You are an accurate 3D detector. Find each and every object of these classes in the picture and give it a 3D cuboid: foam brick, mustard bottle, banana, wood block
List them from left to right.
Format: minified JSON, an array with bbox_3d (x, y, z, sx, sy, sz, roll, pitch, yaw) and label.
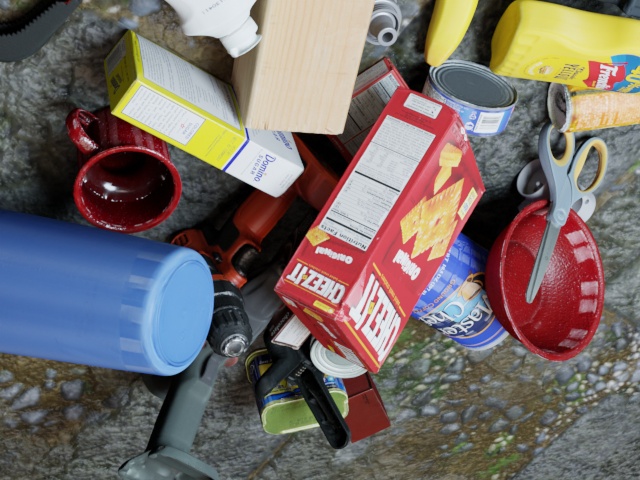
[{"bbox_3d":[-0.010,-0.200,0.888,0.090,0.090,0.206,2,127,-16],"label":"wood block"},{"bbox_3d":[0.042,0.185,1.236,0.053,0.051,0.078,-23,130,2],"label":"foam brick"},{"bbox_3d":[0.109,-0.244,0.921,0.069,0.037,0.198,-17,130,-1],"label":"banana"},{"bbox_3d":[0.257,-0.169,0.968,0.191,0.058,0.096,8,163,-6],"label":"mustard bottle"}]

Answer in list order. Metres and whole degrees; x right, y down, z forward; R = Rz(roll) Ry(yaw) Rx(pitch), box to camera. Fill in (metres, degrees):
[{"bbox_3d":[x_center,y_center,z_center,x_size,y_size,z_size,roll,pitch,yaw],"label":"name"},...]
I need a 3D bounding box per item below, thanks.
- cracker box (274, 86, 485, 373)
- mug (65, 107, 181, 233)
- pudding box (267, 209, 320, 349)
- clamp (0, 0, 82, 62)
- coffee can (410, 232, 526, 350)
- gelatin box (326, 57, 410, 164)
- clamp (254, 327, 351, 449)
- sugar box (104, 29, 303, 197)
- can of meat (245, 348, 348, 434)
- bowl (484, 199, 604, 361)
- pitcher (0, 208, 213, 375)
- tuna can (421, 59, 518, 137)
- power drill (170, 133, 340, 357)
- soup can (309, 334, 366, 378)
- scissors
[{"bbox_3d":[0.062,-0.004,0.960,0.213,0.072,0.164,-59,155,-12],"label":"cracker box"},{"bbox_3d":[-0.182,-0.073,0.946,0.093,0.081,0.117,-37,128,15],"label":"mug"},{"bbox_3d":[-0.016,0.039,1.078,0.039,0.090,0.114,20,120,-29],"label":"pudding box"},{"bbox_3d":[-0.292,-0.171,0.867,0.210,0.036,0.164,-11,129,-7],"label":"clamp"},{"bbox_3d":[0.131,0.042,1.113,0.140,0.103,0.103,31,114,-33],"label":"coffee can"},{"bbox_3d":[0.047,-0.119,1.008,0.089,0.030,0.073,-33,128,11],"label":"gelatin box"},{"bbox_3d":[-0.016,0.138,1.099,0.039,0.171,0.120,-36,112,19],"label":"clamp"},{"bbox_3d":[-0.101,-0.109,0.933,0.176,0.093,0.048,29,116,-32],"label":"sugar box"},{"bbox_3d":[-0.025,0.161,1.176,0.102,0.084,0.057,-11,130,-7],"label":"can of meat"},{"bbox_3d":[0.217,0.041,1.078,0.162,0.162,0.055,30,157,-33],"label":"bowl"},{"bbox_3d":[-0.215,0.044,0.937,0.243,0.149,0.145,8,137,24],"label":"pitcher"},{"bbox_3d":[0.137,-0.132,0.987,0.086,0.086,0.034,3,128,-18],"label":"tuna can"},{"bbox_3d":[-0.056,0.001,0.988,0.188,0.184,0.057,-44,127,7],"label":"power drill"},{"bbox_3d":[0.026,0.084,1.107,0.068,0.102,0.068,3,129,4],"label":"soup can"},{"bbox_3d":[0.224,-0.042,1.049,0.096,0.201,0.016,48,150,-16],"label":"scissors"}]
